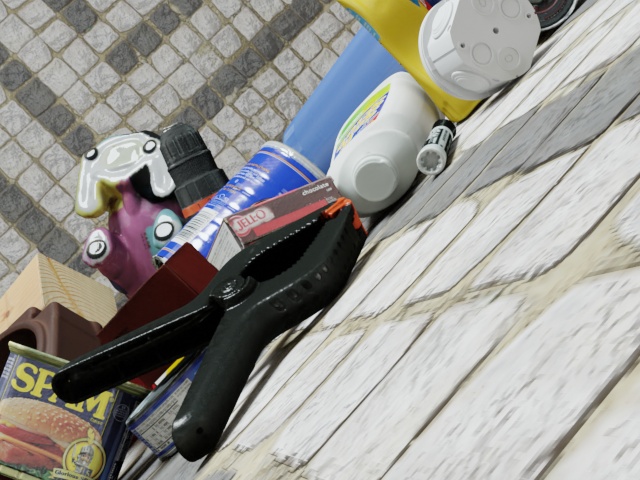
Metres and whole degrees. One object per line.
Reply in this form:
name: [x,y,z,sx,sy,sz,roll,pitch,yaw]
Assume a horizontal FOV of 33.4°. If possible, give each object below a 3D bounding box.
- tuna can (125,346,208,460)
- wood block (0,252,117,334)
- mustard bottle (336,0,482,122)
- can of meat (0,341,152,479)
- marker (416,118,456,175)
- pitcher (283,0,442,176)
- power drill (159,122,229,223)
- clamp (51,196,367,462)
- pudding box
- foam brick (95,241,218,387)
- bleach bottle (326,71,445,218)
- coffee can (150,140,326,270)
tuna can: [-0.084,0.098,0.683,0.086,0.034,0.086,-45,4,3]
wood block: [-0.287,0.127,1.007,0.206,0.090,0.091,-48,35,16]
mustard bottle: [0.064,-0.183,0.878,0.058,0.191,0.096,-44,4,16]
can of meat: [-0.176,0.125,0.725,0.057,0.102,0.084,79,-150,-77]
marker: [0.083,-0.068,0.753,0.020,0.020,0.121,-44,4,19]
pitcher: [0.075,-0.161,1.152,0.243,0.149,0.145,-47,17,32]
power drill: [-0.078,-0.032,1.032,0.057,0.184,0.187,-24,2,19]
clamp: [-0.044,0.046,0.621,0.209,0.036,0.165,-37,26,-21]
pudding box: [-0.036,0.006,0.778,0.089,0.039,0.114,-22,-20,-26]
foam brick: [-0.102,0.049,0.719,0.078,0.053,0.051,-43,4,21]
bleach bottle: [0.053,-0.074,0.847,0.103,0.068,0.250,-45,6,12]
coffee can: [-0.056,0.001,0.891,0.140,0.103,0.103,-47,4,-15]
